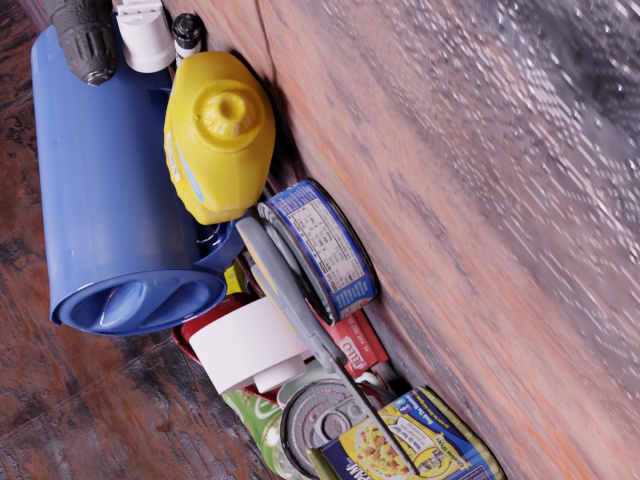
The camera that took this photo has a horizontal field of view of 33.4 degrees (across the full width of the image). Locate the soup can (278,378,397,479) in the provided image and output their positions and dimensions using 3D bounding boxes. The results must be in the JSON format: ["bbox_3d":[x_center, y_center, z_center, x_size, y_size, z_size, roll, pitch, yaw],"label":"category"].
[{"bbox_3d":[0.019,0.130,0.733,0.068,0.068,0.102,56,-171,17],"label":"soup can"}]

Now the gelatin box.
[{"bbox_3d":[0.007,0.053,0.748,0.073,0.030,0.089,61,171,-11],"label":"gelatin box"}]

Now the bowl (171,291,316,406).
[{"bbox_3d":[-0.048,0.090,0.947,0.162,0.055,0.162,26,-173,-4],"label":"bowl"}]

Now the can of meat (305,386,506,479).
[{"bbox_3d":[0.051,0.140,0.625,0.102,0.084,0.057,44,162,58],"label":"can of meat"}]

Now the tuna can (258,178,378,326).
[{"bbox_3d":[-0.001,0.007,0.637,0.086,0.033,0.086,57,170,15],"label":"tuna can"}]

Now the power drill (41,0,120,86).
[{"bbox_3d":[-0.194,-0.215,0.737,0.187,0.057,0.184,77,174,-79],"label":"power drill"}]

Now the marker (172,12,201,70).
[{"bbox_3d":[-0.090,-0.127,0.729,0.020,0.020,0.121,58,171,5],"label":"marker"}]

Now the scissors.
[{"bbox_3d":[-0.004,0.050,0.626,0.202,0.016,0.096,44,163,56],"label":"scissors"}]

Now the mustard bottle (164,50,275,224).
[{"bbox_3d":[-0.063,-0.064,0.654,0.192,0.058,0.096,161,98,-80],"label":"mustard bottle"}]

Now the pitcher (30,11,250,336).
[{"bbox_3d":[-0.151,-0.058,0.837,0.145,0.149,0.243,118,142,-63],"label":"pitcher"}]
